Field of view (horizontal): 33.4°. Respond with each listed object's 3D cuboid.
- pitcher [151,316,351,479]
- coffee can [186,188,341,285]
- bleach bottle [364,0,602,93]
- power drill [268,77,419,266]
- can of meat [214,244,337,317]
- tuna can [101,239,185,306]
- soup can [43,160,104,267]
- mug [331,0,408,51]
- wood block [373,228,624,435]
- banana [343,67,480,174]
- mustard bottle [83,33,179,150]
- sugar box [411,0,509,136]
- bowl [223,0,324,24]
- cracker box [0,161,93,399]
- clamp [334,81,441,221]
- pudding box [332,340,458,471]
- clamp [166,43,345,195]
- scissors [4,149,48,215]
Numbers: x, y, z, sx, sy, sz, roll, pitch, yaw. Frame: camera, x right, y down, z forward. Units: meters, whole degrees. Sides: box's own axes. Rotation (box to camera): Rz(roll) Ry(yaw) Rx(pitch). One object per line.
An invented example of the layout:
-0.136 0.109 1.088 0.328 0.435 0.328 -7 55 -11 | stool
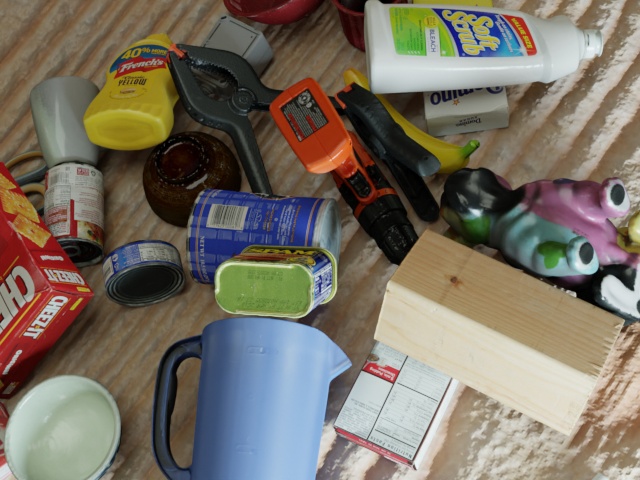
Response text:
-0.072 0.201 1.013 0.149 0.144 0.243 -18 57 46 | pitcher
-0.057 0.001 1.119 0.140 0.103 0.102 5 65 14 | coffee can
0.175 -0.214 1.154 0.251 0.068 0.102 -3 63 0 | bleach bottle
0.028 -0.069 1.092 0.057 0.187 0.184 -35 59 5 | power drill
-0.043 0.039 1.023 0.102 0.083 0.057 2 99 14 | can of meat
-0.189 0.035 1.139 0.086 0.086 0.034 -18 60 2 | tuna can
-0.277 -0.029 1.198 0.068 0.068 0.102 -9 62 7 | soup can
0.069 -0.267 1.239 0.093 0.081 0.117 -40 63 -10 | mug
0.167 0.085 1.016 0.206 0.090 0.090 26 49 15 | wood block
0.096 -0.123 1.173 0.198 0.070 0.037 34 38 32 | banana
-0.205 -0.184 1.247 0.096 0.058 0.191 -2 42 11 | mustard bottle
0.157 -0.207 1.212 0.093 0.048 0.176 -7 62 7 | sugar box
-0.037 -0.312 1.280 0.162 0.055 0.162 -21 46 23 | bowl
-0.361 0.037 1.146 0.164 0.072 0.214 -49 61 17 | cracker box
0.076 -0.097 1.136 0.039 0.120 0.172 -28 57 -13 | clamp
0.077 0.157 1.052 0.090 0.039 0.113 22 72 19 | pudding box
-0.079 -0.155 1.196 0.210 0.036 0.164 43 67 1 | clamp
-0.398 -0.035 1.255 0.201 0.016 0.096 -33 63 -6 | scissors
